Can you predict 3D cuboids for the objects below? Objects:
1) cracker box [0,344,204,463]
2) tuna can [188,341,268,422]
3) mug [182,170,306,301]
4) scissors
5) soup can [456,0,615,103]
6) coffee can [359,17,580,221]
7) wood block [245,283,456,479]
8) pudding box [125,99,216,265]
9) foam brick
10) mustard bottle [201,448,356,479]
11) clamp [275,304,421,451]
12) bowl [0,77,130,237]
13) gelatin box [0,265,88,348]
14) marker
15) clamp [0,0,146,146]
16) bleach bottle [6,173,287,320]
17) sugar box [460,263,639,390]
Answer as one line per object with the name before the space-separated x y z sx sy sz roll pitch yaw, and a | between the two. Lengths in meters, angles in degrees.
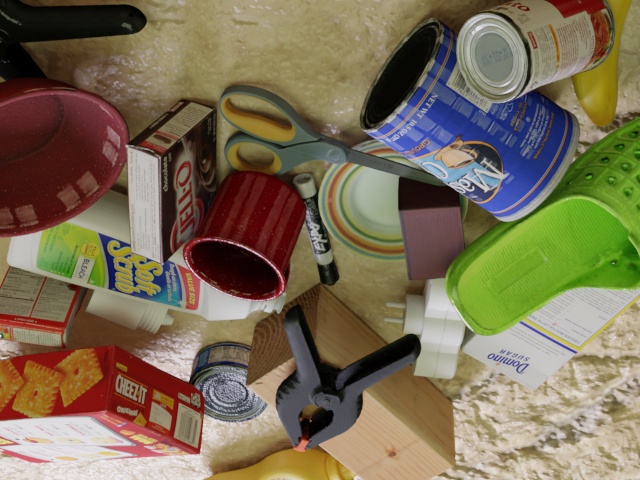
cracker box | -0.244 0.162 1.033 0.214 0.072 0.164 -8 154 25
tuna can | -0.091 0.146 1.085 0.086 0.033 0.086 3 128 3
mug | -0.056 0.001 0.929 0.093 0.081 0.117 -2 142 32
scissors | 0.001 -0.065 0.903 0.201 0.016 0.096 28 133 -2
soup can | 0.156 -0.144 0.775 0.069 0.102 0.068 29 131 40
coffee can | 0.116 -0.093 0.838 0.140 0.102 0.103 31 124 -18
wood block | 0.033 0.151 1.044 0.091 0.090 0.206 -34 118 26
pudding box | -0.124 -0.050 0.899 0.039 0.089 0.113 17 129 18
foam brick | 0.096 -0.013 0.907 0.051 0.053 0.078 -6 128 9
mustard bottle | -0.037 0.273 1.164 0.192 0.058 0.096 -25 121 22
clamp | 0.017 0.127 0.946 0.120 0.039 0.172 12 133 0
bowl | -0.236 -0.076 0.846 0.162 0.055 0.162 -23 148 -16
gelatin box | -0.263 0.058 0.998 0.073 0.089 0.030 8 129 -1
marker | -0.003 -0.007 0.968 0.020 0.020 0.121 -7 127 11
clamp | -0.247 -0.168 0.850 0.209 0.036 0.165 30 133 -15
bleach bottle | -0.149 0.012 0.971 0.250 0.068 0.103 17 129 -11
sugar box | 0.217 0.057 0.983 0.093 0.048 0.176 30 127 -16
